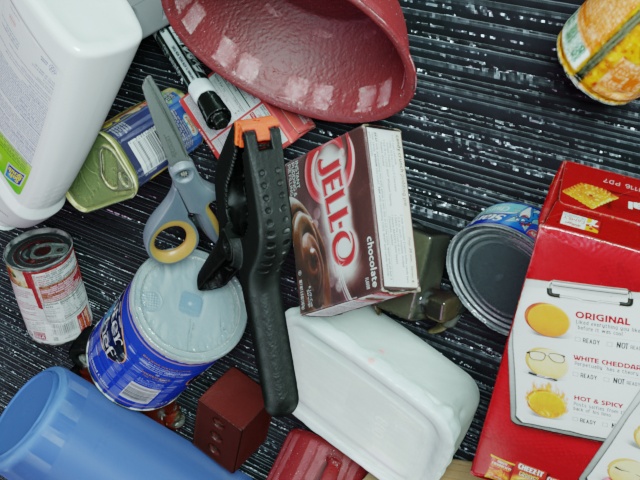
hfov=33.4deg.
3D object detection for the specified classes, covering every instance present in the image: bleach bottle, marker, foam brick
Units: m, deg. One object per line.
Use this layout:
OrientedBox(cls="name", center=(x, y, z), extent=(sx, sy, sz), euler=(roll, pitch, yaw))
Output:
OrientedBox(cls="bleach bottle", center=(-0.207, -0.092, 0.767), extent=(0.102, 0.067, 0.251), euler=(53, 140, 12))
OrientedBox(cls="marker", center=(-0.091, -0.118, 0.748), extent=(0.121, 0.020, 0.020), euler=(57, 151, 36))
OrientedBox(cls="foam brick", center=(-0.081, 0.168, 0.995), extent=(0.053, 0.051, 0.078), euler=(33, 139, 19))

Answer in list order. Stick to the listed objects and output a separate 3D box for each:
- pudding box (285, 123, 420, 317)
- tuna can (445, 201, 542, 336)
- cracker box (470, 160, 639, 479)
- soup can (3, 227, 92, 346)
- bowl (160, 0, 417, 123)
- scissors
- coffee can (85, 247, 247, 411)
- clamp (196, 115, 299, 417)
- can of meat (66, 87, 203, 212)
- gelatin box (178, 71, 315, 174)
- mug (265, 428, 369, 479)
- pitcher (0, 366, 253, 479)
OrientedBox(cls="pudding box", center=(0.020, -0.011, 0.714), extent=(0.090, 0.039, 0.113), euler=(-22, 72, 52))
OrientedBox(cls="tuna can", center=(0.125, 0.019, 0.679), extent=(0.086, 0.033, 0.086), euler=(26, 137, 27))
OrientedBox(cls="cracker box", center=(0.187, 0.073, 0.605), extent=(0.164, 0.072, 0.214), euler=(16, 133, 12))
OrientedBox(cls="soup can", center=(-0.271, 0.047, 1.070), extent=(0.069, 0.068, 0.102), euler=(21, 135, 32))
OrientedBox(cls="bowl", center=(-0.011, -0.137, 0.636), extent=(0.162, 0.055, 0.162), euler=(20, 160, 7))
OrientedBox(cls="scissors", center=(-0.115, -0.039, 0.787), extent=(0.201, 0.096, 0.016), euler=(50, -167, -53))
OrientedBox(cls="coffee can", center=(-0.137, 0.080, 0.936), extent=(0.103, 0.102, 0.141), euler=(49, 143, 2))
OrientedBox(cls="clamp", center=(-0.055, 0.001, 0.769), extent=(0.165, 0.036, 0.210), euler=(46, 142, 50))
OrientedBox(cls="can of meat", center=(-0.150, -0.071, 0.836), extent=(0.102, 0.083, 0.057), euler=(-13, 111, 49))
OrientedBox(cls="gelatin box", center=(-0.053, -0.092, 0.767), extent=(0.073, 0.030, 0.089), euler=(56, 143, -6))
OrientedBox(cls="mug", center=(-0.005, 0.211, 0.903), extent=(0.093, 0.081, 0.117), euler=(26, 164, 2))
OrientedBox(cls="pitcher", center=(-0.192, 0.227, 1.011), extent=(0.242, 0.149, 0.145), euler=(41, -177, -26))
